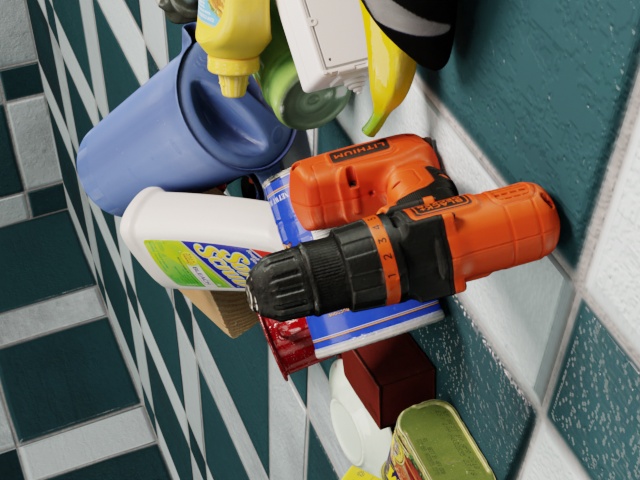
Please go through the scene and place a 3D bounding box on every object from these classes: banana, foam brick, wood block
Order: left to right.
[{"bbox_3d":[-0.123,0.007,1.150,0.206,0.090,0.091,35,152,49],"label":"wood block"},{"bbox_3d":[0.029,-0.173,0.716,0.070,0.037,0.198,-16,84,37],"label":"banana"},{"bbox_3d":[0.056,0.110,0.901,0.078,0.051,0.053,-126,25,-48],"label":"foam brick"}]

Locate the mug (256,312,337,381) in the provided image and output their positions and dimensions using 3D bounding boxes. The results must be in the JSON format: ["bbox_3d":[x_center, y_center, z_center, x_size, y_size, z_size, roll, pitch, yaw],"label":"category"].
[{"bbox_3d":[-0.012,0.073,0.987,0.117,0.081,0.093,83,165,-84],"label":"mug"}]

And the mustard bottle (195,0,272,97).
[{"bbox_3d":[-0.066,-0.203,0.808,0.096,0.058,0.192,-134,41,-59],"label":"mustard bottle"}]

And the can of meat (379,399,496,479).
[{"bbox_3d":[0.094,0.190,0.850,0.084,0.057,0.102,97,150,-47],"label":"can of meat"}]

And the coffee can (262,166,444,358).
[{"bbox_3d":[0.025,0.008,0.815,0.103,0.102,0.140,147,105,-72],"label":"coffee can"}]

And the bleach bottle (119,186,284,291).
[{"bbox_3d":[-0.056,0.001,0.946,0.251,0.068,0.102,1,138,36],"label":"bleach bottle"}]

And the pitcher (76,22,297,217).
[{"bbox_3d":[-0.137,-0.091,1.048,0.243,0.144,0.149,-21,53,50],"label":"pitcher"}]

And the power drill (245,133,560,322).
[{"bbox_3d":[0.033,-0.011,0.670,0.188,0.184,0.057,-123,22,-68],"label":"power drill"}]
